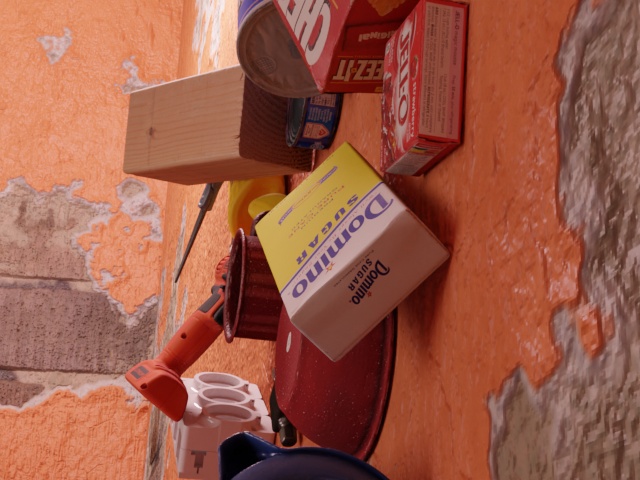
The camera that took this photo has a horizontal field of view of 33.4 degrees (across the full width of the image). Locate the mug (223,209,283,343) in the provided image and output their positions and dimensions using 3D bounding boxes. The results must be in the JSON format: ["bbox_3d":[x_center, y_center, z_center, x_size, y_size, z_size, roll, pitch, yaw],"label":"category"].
[{"bbox_3d":[-0.031,0.030,0.867,0.093,0.081,0.117,119,154,-61],"label":"mug"}]

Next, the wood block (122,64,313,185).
[{"bbox_3d":[-0.103,-0.111,1.061,0.207,0.090,0.091,-1,82,50],"label":"wood block"}]

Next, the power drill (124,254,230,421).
[{"bbox_3d":[-0.105,0.088,1.054,0.187,0.057,0.185,-49,13,-13],"label":"power drill"}]

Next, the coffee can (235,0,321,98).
[{"bbox_3d":[-0.019,-0.202,0.886,0.103,0.102,0.140,109,163,-46],"label":"coffee can"}]

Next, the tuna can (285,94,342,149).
[{"bbox_3d":[-0.006,-0.124,0.947,0.086,0.033,0.086,-174,90,-78],"label":"tuna can"}]

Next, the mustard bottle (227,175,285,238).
[{"bbox_3d":[-0.075,-0.092,1.192,0.191,0.058,0.096,-97,20,-49],"label":"mustard bottle"}]

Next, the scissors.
[{"bbox_3d":[-0.124,-0.058,1.171,0.202,0.016,0.096,-61,26,21],"label":"scissors"}]

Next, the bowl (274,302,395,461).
[{"bbox_3d":[0.003,0.076,0.749,0.162,0.055,0.162,-173,90,-78],"label":"bowl"}]

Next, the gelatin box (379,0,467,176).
[{"bbox_3d":[0.059,-0.090,0.635,0.073,0.030,0.089,140,135,-72],"label":"gelatin box"}]

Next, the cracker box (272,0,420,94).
[{"bbox_3d":[0.025,-0.228,0.692,0.214,0.072,0.164,109,148,-42],"label":"cracker box"}]

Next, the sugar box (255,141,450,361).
[{"bbox_3d":[0.013,-0.001,0.672,0.093,0.048,0.176,-44,17,5],"label":"sugar box"}]

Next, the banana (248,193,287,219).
[{"bbox_3d":[-0.040,-0.005,0.984,0.037,0.070,0.198,59,-168,-25],"label":"banana"}]
